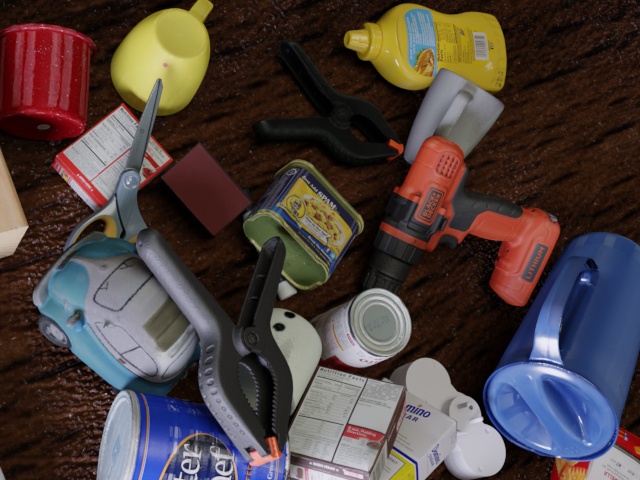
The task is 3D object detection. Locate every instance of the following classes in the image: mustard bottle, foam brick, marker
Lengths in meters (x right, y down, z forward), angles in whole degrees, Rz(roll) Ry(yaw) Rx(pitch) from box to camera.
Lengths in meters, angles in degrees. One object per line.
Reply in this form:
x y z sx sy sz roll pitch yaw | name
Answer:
0.115 -0.215 1.195 0.191 0.058 0.096 2 79 -26 | mustard bottle
-0.109 -0.048 1.022 0.051 0.053 0.078 -42 94 -5 | foam brick
-0.057 0.001 1.059 0.020 0.020 0.121 -22 83 -31 | marker

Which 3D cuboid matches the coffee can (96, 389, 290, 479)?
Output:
-0.110 0.189 0.918 0.140 0.103 0.103 12 68 -22 | coffee can

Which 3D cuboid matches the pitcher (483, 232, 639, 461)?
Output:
0.268 0.092 1.100 0.145 0.149 0.242 39 47 -4 | pitcher

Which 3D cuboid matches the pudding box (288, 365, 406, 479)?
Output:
0.021 0.173 0.976 0.090 0.039 0.113 11 41 17 | pudding box

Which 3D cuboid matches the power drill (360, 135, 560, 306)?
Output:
0.146 0.005 1.111 0.187 0.057 0.184 22 98 -28 | power drill

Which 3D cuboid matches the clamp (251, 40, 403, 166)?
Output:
0.012 -0.138 1.130 0.171 0.039 0.120 19 69 -26 | clamp

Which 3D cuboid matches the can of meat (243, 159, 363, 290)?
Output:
-0.017 -0.014 1.047 0.102 0.058 0.083 46 46 -13 | can of meat

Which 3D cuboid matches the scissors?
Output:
-0.163 -0.039 0.982 0.096 0.016 0.201 34 84 -26 | scissors

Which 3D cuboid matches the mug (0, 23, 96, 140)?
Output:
-0.264 -0.142 0.969 0.117 0.093 0.081 3 76 -15 | mug

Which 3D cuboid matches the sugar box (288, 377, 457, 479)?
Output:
0.039 0.212 0.993 0.093 0.048 0.176 29 50 34 | sugar box

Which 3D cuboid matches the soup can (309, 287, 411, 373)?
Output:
0.034 0.089 1.024 0.068 0.102 0.068 9 69 -24 | soup can

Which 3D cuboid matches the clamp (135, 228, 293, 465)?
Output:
-0.064 0.083 0.909 0.164 0.036 0.210 -7 74 -50 | clamp

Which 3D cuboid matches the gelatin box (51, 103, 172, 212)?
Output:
-0.196 -0.074 1.009 0.073 0.030 0.089 48 63 -4 | gelatin box
